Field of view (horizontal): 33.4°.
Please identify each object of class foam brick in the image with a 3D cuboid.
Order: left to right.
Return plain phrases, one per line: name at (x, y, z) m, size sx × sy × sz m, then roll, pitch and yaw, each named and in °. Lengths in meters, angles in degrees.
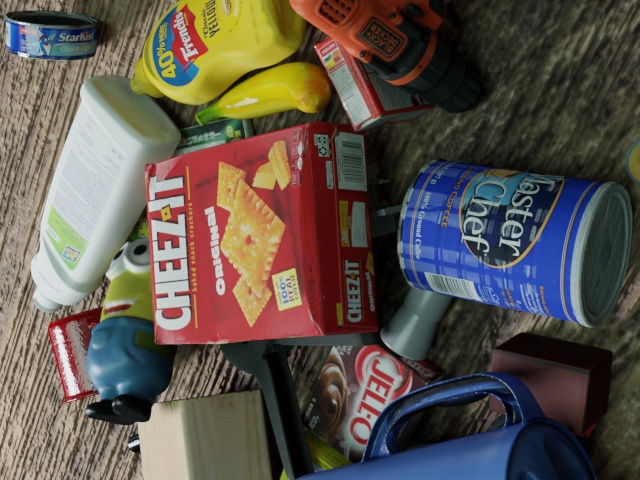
foam brick at (0.175, 0.107, 0.811) m, size 0.078 × 0.052 × 0.051 m, roll 11°, pitch 107°, yaw 34°

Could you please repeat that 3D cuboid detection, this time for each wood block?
wood block at (-0.100, 0.246, 0.976) m, size 0.091 × 0.090 × 0.206 m, roll -16°, pitch 79°, yaw 52°

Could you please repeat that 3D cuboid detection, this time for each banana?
banana at (-0.032, -0.118, 0.873) m, size 0.037 × 0.069 × 0.198 m, roll 52°, pitch 156°, yaw -19°

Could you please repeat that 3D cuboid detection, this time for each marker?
marker at (-0.155, 0.191, 1.081) m, size 0.121 × 0.020 × 0.020 m, roll -30°, pitch 84°, yaw 36°

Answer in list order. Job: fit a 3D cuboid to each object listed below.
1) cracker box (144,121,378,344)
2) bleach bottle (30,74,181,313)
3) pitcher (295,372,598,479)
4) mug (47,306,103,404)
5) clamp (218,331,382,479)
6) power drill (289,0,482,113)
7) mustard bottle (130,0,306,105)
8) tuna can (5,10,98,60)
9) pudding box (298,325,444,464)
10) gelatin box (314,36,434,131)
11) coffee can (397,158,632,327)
cracker box at (-0.056, 0.001, 0.880) m, size 0.214 × 0.071 × 0.164 m, roll -8°, pitch 83°, yaw 44°
bleach bottle at (-0.227, -0.031, 1.033) m, size 0.103 × 0.067 × 0.251 m, roll 46°, pitch 123°, yaw 20°
pitcher at (0.080, 0.206, 0.807) m, size 0.243 × 0.149 × 0.145 m, roll -19°, pitch 120°, yaw 39°
mug at (-0.220, 0.110, 1.057) m, size 0.117 × 0.093 × 0.081 m, roll 153°, pitch 101°, yaw -70°
clamp at (-0.035, 0.084, 0.932) m, size 0.210 × 0.036 × 0.165 m, roll 51°, pitch 124°, yaw 33°
power drill at (0.095, -0.192, 0.750) m, size 0.188 × 0.184 × 0.057 m, roll -51°, pitch 39°, yaw 16°
mustard bottle at (-0.099, -0.172, 0.927) m, size 0.192 × 0.058 × 0.096 m, roll -23°, pitch 68°, yaw 38°
tuna can at (-0.256, -0.196, 1.017) m, size 0.086 × 0.085 × 0.034 m, roll 18°, pitch 113°, yaw 30°
pudding box at (0.043, 0.135, 0.917) m, size 0.090 × 0.039 × 0.114 m, roll 35°, pitch 118°, yaw 24°
gelatin box at (0.043, -0.126, 0.823) m, size 0.030 × 0.089 × 0.073 m, roll -28°, pitch 84°, yaw 35°
coffee can at (0.142, -0.001, 0.777) m, size 0.141 × 0.102 × 0.103 m, roll 11°, pitch 107°, yaw 33°
